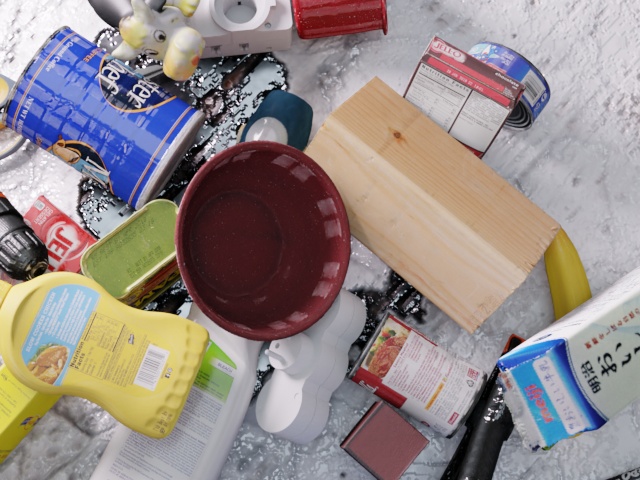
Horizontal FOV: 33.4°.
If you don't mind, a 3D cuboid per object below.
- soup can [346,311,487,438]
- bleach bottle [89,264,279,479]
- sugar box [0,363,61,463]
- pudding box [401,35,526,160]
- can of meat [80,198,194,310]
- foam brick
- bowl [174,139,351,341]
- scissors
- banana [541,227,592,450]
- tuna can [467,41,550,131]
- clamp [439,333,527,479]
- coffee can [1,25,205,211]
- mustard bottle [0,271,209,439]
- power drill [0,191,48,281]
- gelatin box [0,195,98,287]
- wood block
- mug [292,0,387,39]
[{"bbox_3d":[0.083,0.115,0.914,0.102,0.068,0.068,31,80,3],"label":"soup can"},{"bbox_3d":[-0.100,0.136,0.908,0.102,0.068,0.250,29,78,3],"label":"bleach bottle"},{"bbox_3d":[-0.287,0.173,0.880,0.048,0.093,0.176,38,81,5],"label":"sugar box"},{"bbox_3d":[0.116,-0.114,0.933,0.090,0.114,0.039,31,56,4],"label":"pudding box"},{"bbox_3d":[-0.152,0.014,0.917,0.102,0.084,0.057,-39,83,-8],"label":"can of meat"},{"bbox_3d":[0.052,0.171,0.898,0.051,0.078,0.053,40,83,5],"label":"foam brick"},{"bbox_3d":[-0.056,0.001,0.876,0.161,0.055,0.162,2,87,-32],"label":"bowl"},{"bbox_3d":[-0.251,-0.142,0.977,0.201,0.016,0.096,-33,82,-7],"label":"scissors"},{"bbox_3d":[0.218,0.086,0.927,0.037,0.069,0.198,-8,70,33],"label":"banana"},{"bbox_3d":[0.162,-0.138,0.954,0.086,0.086,0.033,37,79,5],"label":"tuna can"},{"bbox_3d":[0.138,0.162,0.903,0.039,0.120,0.171,33,59,0],"label":"clamp"},{"bbox_3d":[-0.185,-0.104,0.918,0.140,0.103,0.103,33,80,-4],"label":"coffee can"},{"bbox_3d":[-0.191,0.079,0.839,0.191,0.058,0.096,24,75,-9],"label":"mustard bottle"},{"bbox_3d":[-0.341,0.023,0.905,0.185,0.057,0.187,39,79,26],"label":"power drill"},{"bbox_3d":[-0.246,0.017,0.941,0.073,0.030,0.089,39,81,5],"label":"gelatin box"},{"bbox_3d":[0.089,-0.032,0.913,0.206,0.090,0.090,40,45,5],"label":"wood block"},{"bbox_3d":[0.013,-0.237,0.972,0.081,0.093,0.117,-8,53,1],"label":"mug"}]
